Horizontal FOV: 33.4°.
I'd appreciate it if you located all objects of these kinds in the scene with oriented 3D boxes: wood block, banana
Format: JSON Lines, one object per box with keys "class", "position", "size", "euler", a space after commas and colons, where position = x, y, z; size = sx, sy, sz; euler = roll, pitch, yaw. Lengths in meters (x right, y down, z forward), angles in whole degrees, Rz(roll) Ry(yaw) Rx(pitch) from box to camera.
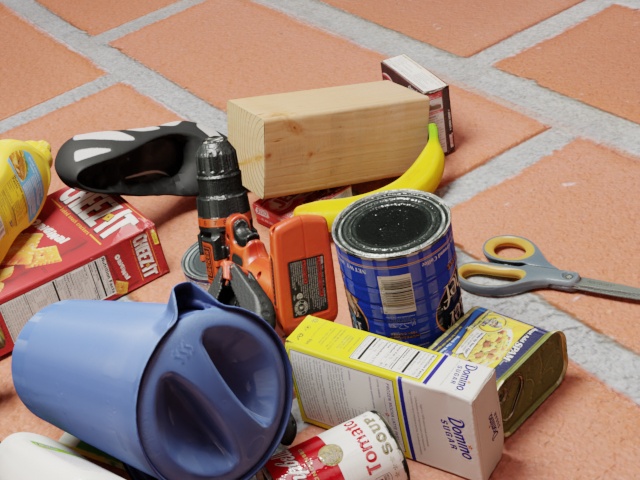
{"class": "wood block", "position": [0.010, -0.115, 1.180], "size": [0.205, 0.090, 0.091], "euler": [-12, 26, -27]}
{"class": "banana", "position": [0.066, -0.051, 1.150], "size": [0.197, 0.037, 0.070], "euler": [-32, 69, -19]}

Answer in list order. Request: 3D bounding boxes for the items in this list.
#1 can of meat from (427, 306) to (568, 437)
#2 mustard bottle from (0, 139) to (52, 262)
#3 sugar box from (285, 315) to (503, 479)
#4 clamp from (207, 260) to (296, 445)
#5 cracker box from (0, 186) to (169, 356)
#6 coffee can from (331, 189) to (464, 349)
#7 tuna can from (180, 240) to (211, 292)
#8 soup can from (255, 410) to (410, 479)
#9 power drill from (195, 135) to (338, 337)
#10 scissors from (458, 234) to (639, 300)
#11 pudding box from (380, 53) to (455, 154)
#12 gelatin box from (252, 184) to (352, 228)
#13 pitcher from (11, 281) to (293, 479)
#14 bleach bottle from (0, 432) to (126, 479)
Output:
{"class": "can of meat", "position": [0.142, 0.106, 0.891], "size": [0.084, 0.057, 0.102], "euler": [19, 45, 41]}
{"class": "mustard bottle", "position": [-0.330, -0.050, 1.111], "size": [0.058, 0.096, 0.191], "euler": [0, 34, 17]}
{"class": "sugar box", "position": [0.058, 0.125, 0.858], "size": [0.176, 0.093, 0.048], "euler": [12, 41, 31]}
{"class": "clamp", "position": [-0.064, 0.098, 0.875], "size": [0.120, 0.039, 0.171], "euler": [-4, 70, 29]}
{"class": "cracker box", "position": [-0.297, 0.021, 1.149], "size": [0.213, 0.072, 0.164], "euler": [-28, 37, -23]}
{"class": "coffee can", "position": [0.072, 0.041, 0.934], "size": [0.103, 0.140, 0.103], "euler": [-9, 34, 6]}
{"class": "tuna can", "position": [-0.100, 0.027, 1.107], "size": [0.086, 0.034, 0.086], "euler": [-9, 34, 6]}
{"class": "soup can", "position": [0.009, 0.180, 0.816], "size": [0.102, 0.068, 0.069], "euler": [-22, 35, -15]}
{"class": "power drill", "position": [-0.056, 0.001, 0.969], "size": [0.057, 0.184, 0.188], "euler": [-15, 16, -25]}
{"class": "scissors", "position": [0.231, 0.027, 1.015], "size": [0.202, 0.016, 0.096], "euler": [1, 36, 19]}
{"class": "pudding box", "position": [0.114, -0.159, 1.260], "size": [0.039, 0.090, 0.114], "euler": [-23, 35, -16]}
{"class": "gelatin box", "position": [-0.019, -0.041, 1.184], "size": [0.089, 0.030, 0.073], "euler": [-33, 38, -28]}
{"class": "pitcher", "position": [-0.142, 0.118, 0.829], "size": [0.243, 0.144, 0.149], "euler": [3, 62, 51]}
{"class": "bleach bottle", "position": [-0.191, 0.194, 0.818], "size": [0.251, 0.102, 0.068], "euler": [2, 65, 63]}
